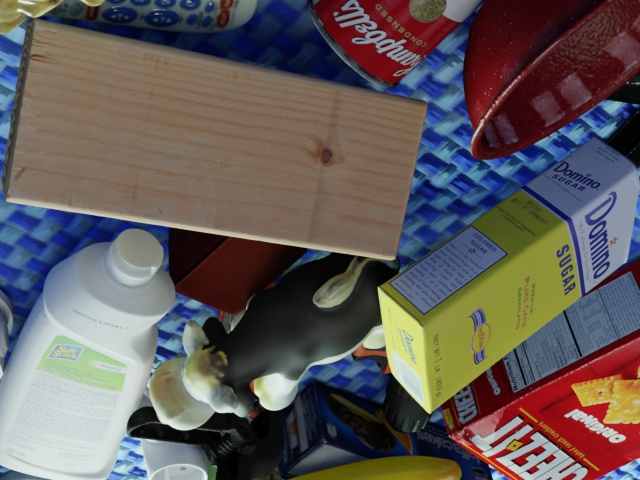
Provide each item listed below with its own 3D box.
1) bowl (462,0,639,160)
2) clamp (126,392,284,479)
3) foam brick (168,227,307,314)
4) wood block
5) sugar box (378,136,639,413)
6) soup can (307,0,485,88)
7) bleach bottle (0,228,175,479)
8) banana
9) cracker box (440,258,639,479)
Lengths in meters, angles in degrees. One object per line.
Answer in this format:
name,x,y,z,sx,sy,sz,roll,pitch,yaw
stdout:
bowl,0.130,-0.112,0.553,0.162,0.055,0.162,-32,165,-9
clamp,-0.064,0.157,0.776,0.039,0.120,0.171,-27,175,27
foam brick,-0.055,0.001,0.687,0.052,0.051,0.078,28,124,-36
wood block,-0.060,-0.053,0.578,0.205,0.090,0.091,9,96,-19
sugar box,0.118,0.020,0.650,0.176,0.048,0.093,-32,142,-17
soup can,0.052,-0.137,0.554,0.068,0.068,0.102,29,123,-35
bleach bottle,-0.150,0.078,0.711,0.102,0.068,0.251,16,139,-20
banana,0.007,0.197,0.808,0.197,0.070,0.037,-14,99,-11
cracker box,0.224,0.117,0.853,0.214,0.072,0.164,-33,132,22
